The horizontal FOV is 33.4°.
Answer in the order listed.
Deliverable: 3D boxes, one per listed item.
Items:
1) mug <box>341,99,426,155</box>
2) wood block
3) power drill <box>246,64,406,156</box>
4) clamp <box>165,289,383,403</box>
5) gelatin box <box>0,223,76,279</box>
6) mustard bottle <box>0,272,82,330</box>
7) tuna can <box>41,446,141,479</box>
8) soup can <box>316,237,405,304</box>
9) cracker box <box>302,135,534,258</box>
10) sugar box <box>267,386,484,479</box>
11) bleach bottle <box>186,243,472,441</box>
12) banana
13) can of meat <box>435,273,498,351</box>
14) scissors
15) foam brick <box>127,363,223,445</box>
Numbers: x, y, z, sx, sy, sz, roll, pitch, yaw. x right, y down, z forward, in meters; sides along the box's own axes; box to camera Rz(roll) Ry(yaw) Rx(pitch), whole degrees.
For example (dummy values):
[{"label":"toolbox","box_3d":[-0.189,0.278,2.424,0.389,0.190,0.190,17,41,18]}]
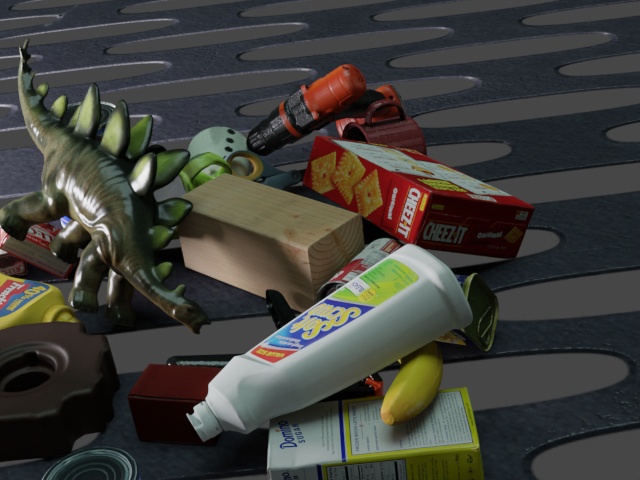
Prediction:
[{"label":"mug","box_3d":[0.082,-0.124,1.361,0.081,0.117,0.093,-14,28,-22]},{"label":"wood block","box_3d":[-0.057,0.001,1.191,0.206,0.091,0.090,18,38,37]},{"label":"power drill","box_3d":[0.014,-0.160,1.403,0.185,0.057,0.187,-28,-12,29]},{"label":"clamp","box_3d":[-0.034,0.120,1.028,0.210,0.036,0.164,24,40,39]},{"label":"gelatin box","box_3d":[-0.334,0.002,1.265,0.089,0.030,0.073,28,16,-25]},{"label":"mustard bottle","box_3d":[-0.333,0.077,1.150,0.192,0.058,0.096,11,29,28]},{"label":"tuna can","box_3d":[-0.193,0.214,0.902,0.086,0.034,0.086,-5,29,3]},{"label":"soup can","box_3d":[0.051,0.048,1.107,0.069,0.068,0.102,13,34,31]},{"label":"cracker box","box_3d":[0.107,-0.050,1.213,0.163,0.072,0.214,5,18,-38]},{"label":"sugar box","box_3d":[0.045,0.174,0.908,0.176,0.048,0.093,-8,24,4]},{"label":"bleach bottle","box_3d":[0.001,0.098,0.923,0.250,0.068,0.103,-31,24,-9]},{"label":"banana","box_3d":[0.076,0.113,0.948,0.069,0.037,0.198,-23,15,1]},{"label":"can of meat","box_3d":[0.117,0.066,1.033,0.084,0.102,0.057,6,72,27]},{"label":"scissors","box_3d":[-0.050,-0.095,1.374,0.201,0.096,0.016,-35,9,-37]},{"label":"foam brick","box_3d":[-0.128,0.150,0.981,0.078,0.053,0.051,2,31,13]}]
